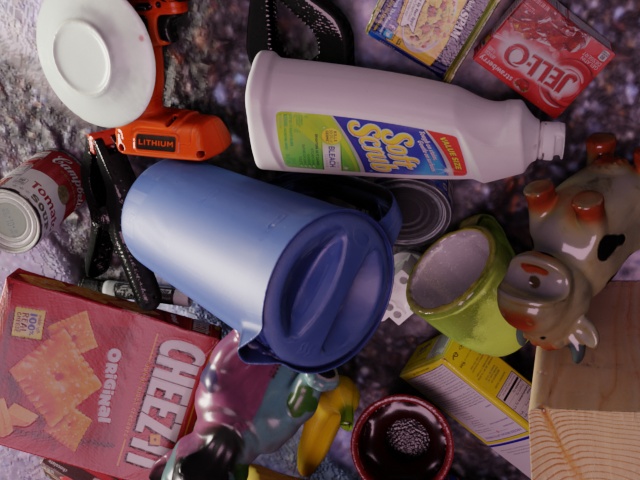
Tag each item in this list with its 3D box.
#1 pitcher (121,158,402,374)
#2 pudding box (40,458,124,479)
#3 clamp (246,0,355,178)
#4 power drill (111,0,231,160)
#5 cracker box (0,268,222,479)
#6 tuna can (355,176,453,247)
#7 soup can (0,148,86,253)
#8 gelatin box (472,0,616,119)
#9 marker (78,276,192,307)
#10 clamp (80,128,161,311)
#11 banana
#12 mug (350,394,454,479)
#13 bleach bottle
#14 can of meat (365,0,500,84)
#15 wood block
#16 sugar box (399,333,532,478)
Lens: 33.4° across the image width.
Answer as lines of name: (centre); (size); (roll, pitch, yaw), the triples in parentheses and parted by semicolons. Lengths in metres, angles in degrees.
pitcher: (-0.056, 0.001, 0.900); (0.243, 0.148, 0.145); (25, 107, 46)
pudding box: (-0.253, 0.255, 1.154); (0.090, 0.039, 0.114); (31, 160, 0)
clamp: (-0.011, -0.135, 0.927); (0.165, 0.036, 0.210); (-25, 110, 24)
power drill: (-0.127, -0.166, 0.920); (0.185, 0.057, 0.188); (7, 116, 29)
cracker box: (-0.221, 0.137, 1.046); (0.213, 0.072, 0.164); (17, 95, -6)
tuna can: (0.074, -0.034, 0.938); (0.086, 0.033, 0.086); (4, 135, 3)
soup can: (-0.272, -0.038, 1.011); (0.068, 0.102, 0.068); (6, 117, 13)
gelatin box: (0.180, -0.152, 0.862); (0.089, 0.030, 0.073); (35, 119, -11)
marker: (-0.188, 0.052, 1.078); (0.121, 0.020, 0.020); (6, 117, 13)
clamp: (-0.190, -0.017, 1.006); (0.120, 0.039, 0.171); (27, 130, 36)
banana: (0.006, 0.175, 1.043); (0.037, 0.069, 0.198); (22, 152, 0)
mug: (0.078, 0.200, 0.995); (0.093, 0.081, 0.117); (3, 86, 9)
bleach bottle: (0.070, -0.095, 0.865); (0.251, 0.068, 0.102); (5, 141, 9)
can of meat: (0.094, -0.190, 0.859); (0.084, 0.057, 0.102); (31, 120, 1)
wood block: (0.226, 0.120, 0.888); (0.090, 0.206, 0.091); (0, 116, 16)
sugar box: (0.168, 0.156, 0.993); (0.176, 0.048, 0.093); (37, 155, -7)
